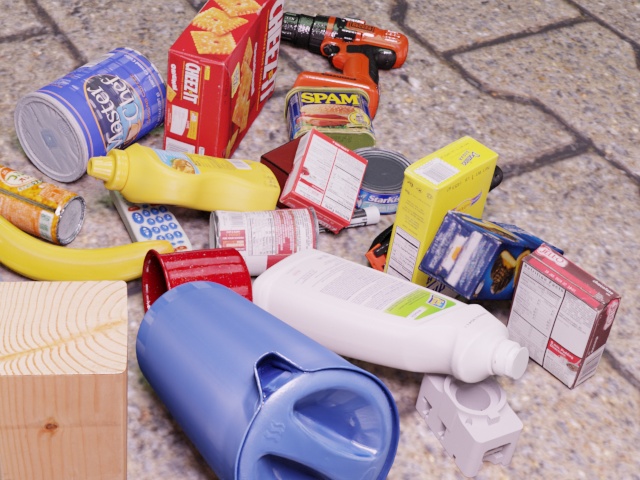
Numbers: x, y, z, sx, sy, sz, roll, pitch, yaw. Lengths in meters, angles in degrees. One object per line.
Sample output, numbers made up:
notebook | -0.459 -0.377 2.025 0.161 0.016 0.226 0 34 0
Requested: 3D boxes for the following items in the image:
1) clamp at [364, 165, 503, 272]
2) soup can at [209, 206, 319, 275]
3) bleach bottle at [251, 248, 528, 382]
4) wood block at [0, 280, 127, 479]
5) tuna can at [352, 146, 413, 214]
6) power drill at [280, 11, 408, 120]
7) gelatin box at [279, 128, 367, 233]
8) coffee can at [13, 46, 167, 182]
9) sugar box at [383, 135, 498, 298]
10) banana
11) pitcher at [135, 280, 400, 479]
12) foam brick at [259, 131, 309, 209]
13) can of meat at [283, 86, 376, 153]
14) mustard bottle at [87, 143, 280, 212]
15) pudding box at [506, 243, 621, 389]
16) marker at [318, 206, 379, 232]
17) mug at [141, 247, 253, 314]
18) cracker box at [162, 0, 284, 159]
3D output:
clamp | 0.115 -0.024 1.108 0.039 0.120 0.171 51 49 -7
soup can | -0.057 0.001 1.066 0.102 0.068 0.068 -2 41 -12
bleach bottle | 0.062 0.075 0.948 0.251 0.068 0.102 17 34 36
wood block | -0.186 0.135 0.776 0.090 0.206 0.090 0 41 -11
tuna can | 0.065 -0.067 1.195 0.086 0.034 0.086 5 40 -4
power drill | 0.016 -0.228 1.360 0.184 0.057 0.187 11 40 3
gelatin box | 0.004 -0.062 1.122 0.073 0.030 0.089 29 58 -19
coffee can | -0.249 -0.140 1.174 0.103 0.103 0.140 27 43 21
sugar box | 0.109 -0.004 1.016 0.093 0.176 0.048 -28 50 -36
banana | -0.243 0.011 1.028 0.198 0.070 0.037 15 9 -1
pitcher | -0.052 0.126 0.843 0.144 0.149 0.243 11 11 -32
foam brick | -0.023 -0.076 1.176 0.051 0.053 0.078 36 46 29
can of meat | 0.011 -0.132 1.247 0.102 0.057 0.084 1 43 -9
mustard bottle | -0.144 -0.063 1.088 0.191 0.058 0.096 7 18 -31
pudding box | 0.223 0.071 0.995 0.039 0.113 0.090 -28 52 -32
marker | 0.005 -0.019 1.139 0.121 0.020 0.020 -10 43 -20
mug | -0.110 0.061 0.980 0.081 0.093 0.117 -6 73 -24
cracker box | -0.106 -0.188 1.209 0.072 0.164 0.213 17 41 8
